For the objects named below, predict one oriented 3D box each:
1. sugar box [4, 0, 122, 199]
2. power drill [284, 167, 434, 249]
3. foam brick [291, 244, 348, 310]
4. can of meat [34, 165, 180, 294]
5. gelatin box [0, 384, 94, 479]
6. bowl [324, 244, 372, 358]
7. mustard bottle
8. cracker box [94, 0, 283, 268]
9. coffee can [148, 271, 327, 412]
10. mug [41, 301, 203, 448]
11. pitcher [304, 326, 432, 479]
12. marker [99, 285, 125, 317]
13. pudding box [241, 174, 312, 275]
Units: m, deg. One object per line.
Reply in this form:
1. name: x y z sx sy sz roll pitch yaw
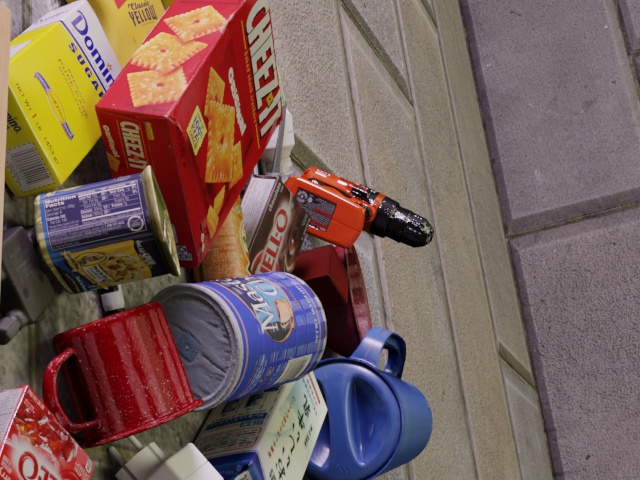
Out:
1. sugar box: -0.201 -0.112 0.806 0.176 0.048 0.093 -71 142 -58
2. power drill: 0.037 -0.032 1.278 0.057 0.184 0.187 -69 166 10
3. foam brick: -0.013 0.046 1.200 0.051 0.078 0.053 -82 151 -47
4. can of meat: -0.151 -0.004 0.761 0.102 0.084 0.057 87 -10 -68
5. gelatin box: -0.183 0.148 0.677 0.073 0.030 0.089 -82 152 -50
6. bowl: 0.024 0.078 1.298 0.162 0.055 0.162 -11 90 -83
7. mustard bottle: -0.182 -0.221 0.923 0.096 0.058 0.191 -34 109 -50
8. cracker box: -0.101 -0.107 0.907 0.164 0.072 0.213 85 22 -44
9. coffee can: -0.072 0.082 0.905 0.140 0.103 0.103 -6 81 -60
10. mug: -0.147 0.096 0.750 0.117 0.093 0.081 -19 89 -50
11. pitcher: 0.057 0.195 1.203 0.145 0.149 0.242 65 11 15
12. marker: -0.168 0.023 0.840 0.020 0.020 0.121 0 76 -72
13. pudding box: -0.057 0.001 1.106 0.090 0.039 0.113 50 53 -55
